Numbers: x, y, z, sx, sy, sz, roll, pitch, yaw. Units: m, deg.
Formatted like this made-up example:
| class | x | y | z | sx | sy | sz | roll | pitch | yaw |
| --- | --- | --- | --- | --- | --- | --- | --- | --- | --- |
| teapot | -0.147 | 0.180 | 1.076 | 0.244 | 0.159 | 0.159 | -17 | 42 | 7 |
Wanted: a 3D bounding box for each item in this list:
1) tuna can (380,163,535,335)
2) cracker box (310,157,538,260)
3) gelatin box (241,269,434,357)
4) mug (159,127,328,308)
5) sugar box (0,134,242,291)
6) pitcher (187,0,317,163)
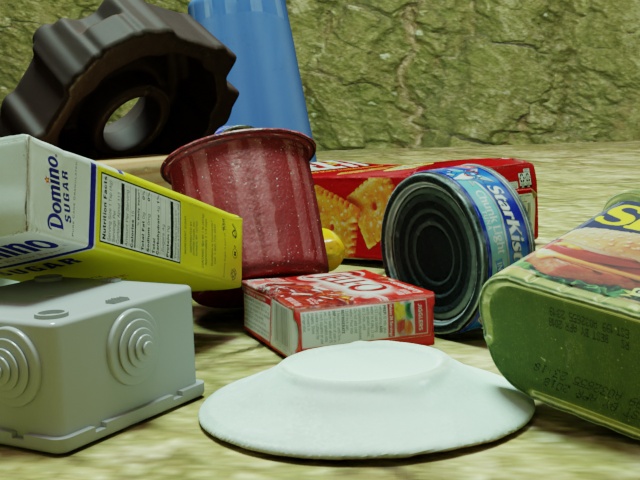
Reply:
| class | x | y | z | sx | sy | sz | roll | pitch | yaw |
| --- | --- | --- | --- | --- | --- | --- | --- | --- | --- |
| tuna can | 0.068 | 0.005 | 0.546 | 0.033 | 0.086 | 0.086 | -9 | 10 | -32 |
| cracker box | 0.044 | -0.029 | 0.869 | 0.214 | 0.072 | 0.163 | 4 | 9 | 43 |
| gelatin box | 0.007 | 0.035 | 0.542 | 0.073 | 0.030 | 0.089 | -5 | 8 | -19 |
| mug | -0.047 | -0.006 | 0.625 | 0.093 | 0.081 | 0.117 | -1 | -19 | -32 |
| sugar box | -0.117 | -0.004 | 0.501 | 0.093 | 0.048 | 0.176 | -6 | -9 | 24 |
| pitcher | -0.077 | -0.151 | 1.189 | 0.144 | 0.243 | 0.149 | -11 | 4 | -40 |
